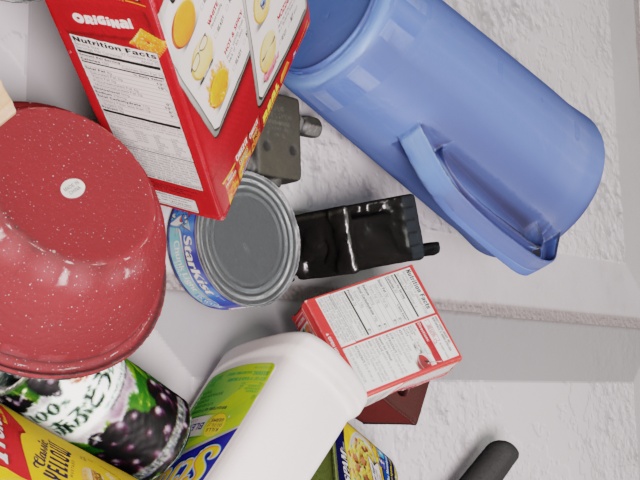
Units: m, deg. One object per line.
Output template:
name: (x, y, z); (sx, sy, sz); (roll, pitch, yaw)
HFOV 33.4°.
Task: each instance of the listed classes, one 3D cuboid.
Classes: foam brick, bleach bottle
foam brick: (0.044, 0.084, 0.746); (0.053, 0.051, 0.078); (41, 56, -34)
bleach bottle: (-0.071, 0.164, 0.575); (0.068, 0.103, 0.250); (49, 51, -20)

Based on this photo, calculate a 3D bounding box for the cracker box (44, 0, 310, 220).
cracker box: (-0.071, -0.138, 0.580); (0.213, 0.072, 0.164); (79, 28, -58)

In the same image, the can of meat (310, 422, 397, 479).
can of meat: (0.009, 0.162, 0.673); (0.083, 0.057, 0.102); (44, 26, -34)

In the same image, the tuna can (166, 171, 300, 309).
tuna can: (-0.054, 0.001, 0.672); (0.085, 0.034, 0.086); (10, 76, -44)

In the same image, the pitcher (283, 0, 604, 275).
pitcher: (0.086, -0.087, 0.757); (0.242, 0.149, 0.145); (32, 84, -36)

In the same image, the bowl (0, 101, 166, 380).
bowl: (-0.136, -0.014, 0.534); (0.162, 0.055, 0.162); (24, 46, -27)

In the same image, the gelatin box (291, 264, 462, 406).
gelatin box: (0.037, 0.063, 0.689); (0.089, 0.030, 0.073); (-17, 68, -30)
